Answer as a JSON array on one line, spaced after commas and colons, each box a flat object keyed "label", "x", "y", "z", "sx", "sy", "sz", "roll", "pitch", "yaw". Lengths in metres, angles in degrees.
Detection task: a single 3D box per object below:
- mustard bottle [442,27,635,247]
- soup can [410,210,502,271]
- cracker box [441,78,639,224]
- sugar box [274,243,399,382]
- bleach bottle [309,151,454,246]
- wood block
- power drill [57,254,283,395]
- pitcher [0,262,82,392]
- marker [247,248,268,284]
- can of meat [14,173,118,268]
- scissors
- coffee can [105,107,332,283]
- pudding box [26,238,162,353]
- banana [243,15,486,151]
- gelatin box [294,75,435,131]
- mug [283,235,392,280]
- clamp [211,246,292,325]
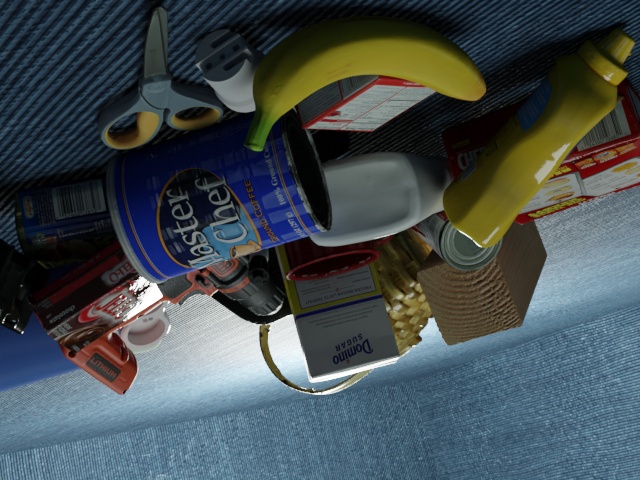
[{"label": "mustard bottle", "x": 0.175, "y": -0.086, "z": 0.839, "sx": 0.192, "sy": 0.058, "sz": 0.096, "roll": -52, "pitch": -176, "yaw": 22}, {"label": "soup can", "x": 0.133, "y": -0.017, "z": 1.077, "sx": 0.068, "sy": 0.068, "sz": 0.102, "roll": -11, "pitch": -158, "yaw": -11}, {"label": "cracker box", "x": 0.227, "y": -0.081, "z": 0.995, "sx": 0.164, "sy": 0.072, "sz": 0.213, "roll": -19, "pitch": 167, "yaw": 23}, {"label": "sugar box", "x": 0.012, "y": 0.048, "z": 1.081, "sx": 0.093, "sy": 0.176, "sz": 0.048, "roll": -13, "pitch": 167, "yaw": -6}, {"label": "bleach bottle", "x": 0.066, "y": -0.043, "z": 0.945, "sx": 0.103, "sy": 0.068, "sz": 0.250, "roll": -11, "pitch": -178, "yaw": 17}, {"label": "wood block", "x": 0.184, "y": 0.026, "z": 1.190, "sx": 0.090, "sy": 0.091, "sz": 0.205, "roll": -19, "pitch": -167, "yaw": 24}, {"label": "power drill", "x": -0.141, "y": 0.059, "z": 0.996, "sx": 0.187, "sy": 0.057, "sz": 0.184, "roll": -40, "pitch": 135, "yaw": 2}, {"label": "pitcher", "x": -0.336, "y": 0.088, "z": 1.035, "sx": 0.242, "sy": 0.149, "sz": 0.145, "roll": -10, "pitch": 152, "yaw": -30}, {"label": "marker", "x": -0.056, "y": 0.001, "z": 0.981, "sx": 0.020, "sy": 0.121, "sz": 0.020, "roll": -1, "pitch": 124, "yaw": -2}, {"label": "can of meat", "x": -0.196, "y": -0.015, "z": 0.863, "sx": 0.084, "sy": 0.057, "sz": 0.102, "roll": -10, "pitch": 167, "yaw": -6}, {"label": "scissors", "x": -0.090, "y": -0.103, "z": 0.686, "sx": 0.096, "sy": 0.016, "sz": 0.202, "roll": -9, "pitch": 167, "yaw": -28}, {"label": "coffee can", "x": -0.074, "y": -0.036, "z": 0.796, "sx": 0.140, "sy": 0.103, "sz": 0.102, "roll": -17, "pitch": 167, "yaw": 12}, {"label": "pudding box", "x": -0.178, "y": 0.045, "z": 0.855, "sx": 0.090, "sy": 0.039, "sz": 0.113, "roll": -33, "pitch": 172, "yaw": -9}, {"label": "banana", "x": 0.030, "y": -0.110, "z": 0.681, "sx": 0.197, "sy": 0.070, "sz": 0.037, "roll": -16, "pitch": -150, "yaw": -32}, {"label": "gelatin box", "x": 0.035, "y": -0.108, "z": 0.766, "sx": 0.073, "sy": 0.030, "sz": 0.089, "roll": -4, "pitch": 164, "yaw": -42}, {"label": "mug", "x": 0.014, "y": -0.016, "z": 1.025, "sx": 0.117, "sy": 0.081, "sz": 0.093, "roll": -11, "pitch": 167, "yaw": -13}, {"label": "clamp", "x": -0.033, "y": 0.035, "z": 1.162, "sx": 0.210, "sy": 0.164, "sz": 0.036, "roll": 6, "pitch": 180, "yaw": 20}]
